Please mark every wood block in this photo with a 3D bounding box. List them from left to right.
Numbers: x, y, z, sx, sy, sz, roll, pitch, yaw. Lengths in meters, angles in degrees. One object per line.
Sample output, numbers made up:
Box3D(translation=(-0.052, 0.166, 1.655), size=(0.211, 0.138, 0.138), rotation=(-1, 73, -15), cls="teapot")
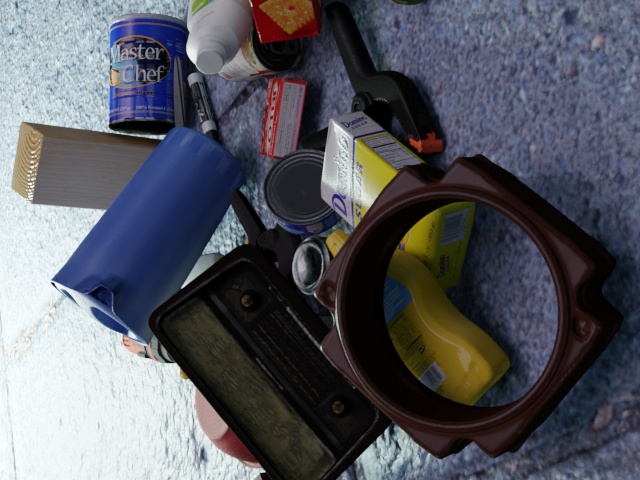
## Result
Box3D(translation=(-0.281, -0.091, 1.382), size=(0.090, 0.205, 0.091), rotation=(28, 109, 53), cls="wood block")

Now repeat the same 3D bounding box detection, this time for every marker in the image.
Box3D(translation=(-0.147, -0.162, 1.357), size=(0.020, 0.020, 0.121), rotation=(-48, 50, 42), cls="marker")

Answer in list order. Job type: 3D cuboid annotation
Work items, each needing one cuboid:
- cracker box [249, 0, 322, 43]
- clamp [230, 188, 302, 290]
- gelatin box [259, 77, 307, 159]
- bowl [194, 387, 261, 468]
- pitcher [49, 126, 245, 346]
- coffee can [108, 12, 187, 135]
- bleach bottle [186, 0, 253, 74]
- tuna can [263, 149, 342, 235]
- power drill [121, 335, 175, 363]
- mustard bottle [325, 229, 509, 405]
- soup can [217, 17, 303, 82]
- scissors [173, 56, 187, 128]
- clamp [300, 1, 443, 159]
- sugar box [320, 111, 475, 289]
Box3D(translation=(-0.047, -0.332, 1.060), size=(0.213, 0.072, 0.164), rotation=(77, -172, -45), cls="cracker box")
Box3D(translation=(-0.057, 0.001, 1.142), size=(0.120, 0.039, 0.171), rotation=(-11, 58, 40), cls="clamp")
Box3D(translation=(-0.042, -0.135, 1.176), size=(0.073, 0.030, 0.089), rotation=(-150, 67, -74), cls="gelatin box")
Box3D(translation=(-0.099, 0.182, 1.227), size=(0.162, 0.055, 0.162), rotation=(-9, 80, 54), cls="bowl")
Box3D(translation=(-0.196, -0.007, 1.253), size=(0.149, 0.145, 0.242), rotation=(18, 69, 42), cls="pitcher")
Box3D(translation=(-0.227, -0.217, 1.406), size=(0.103, 0.102, 0.140), rotation=(-8, 81, 55), cls="coffee can")
Box3D(translation=(-0.110, -0.260, 1.178), size=(0.103, 0.068, 0.250), rotation=(-38, 29, 33), cls="bleach bottle")
Box3D(translation=(-0.014, -0.049, 1.100), size=(0.033, 0.086, 0.086), rotation=(67, -172, -65), cls="tuna can")
Box3D(translation=(-0.204, 0.065, 1.386), size=(0.185, 0.057, 0.187), rotation=(0, 87, 55), cls="power drill")
Box3D(translation=(0.071, 0.065, 0.929), size=(0.192, 0.058, 0.096), rotation=(49, 134, 16), cls="mustard bottle")
Box3D(translation=(-0.075, -0.219, 1.217), size=(0.102, 0.068, 0.068), rotation=(1, 88, 56), cls="soup can")
Box3D(translation=(-0.161, -0.122, 1.342), size=(0.096, 0.016, 0.202), rotation=(21, 108, 28), cls="scissors")
Box3D(translation=(0.049, -0.141, 1.052), size=(0.210, 0.036, 0.165), rotation=(32, 122, 51), cls="clamp")
Box3D(translation=(0.066, -0.038, 0.985), size=(0.176, 0.048, 0.093), rotation=(41, 137, 40), cls="sugar box")
